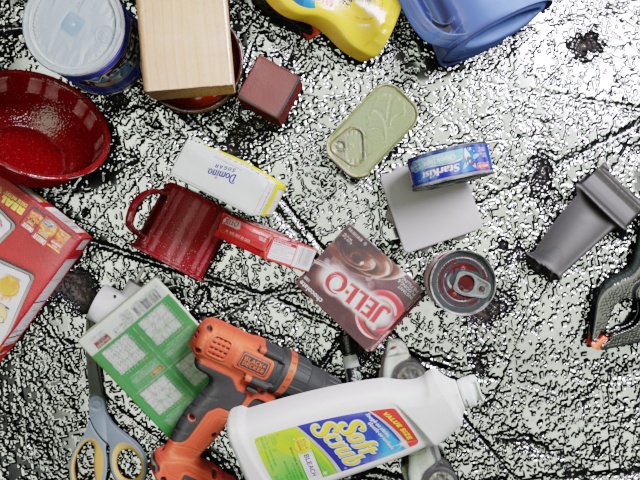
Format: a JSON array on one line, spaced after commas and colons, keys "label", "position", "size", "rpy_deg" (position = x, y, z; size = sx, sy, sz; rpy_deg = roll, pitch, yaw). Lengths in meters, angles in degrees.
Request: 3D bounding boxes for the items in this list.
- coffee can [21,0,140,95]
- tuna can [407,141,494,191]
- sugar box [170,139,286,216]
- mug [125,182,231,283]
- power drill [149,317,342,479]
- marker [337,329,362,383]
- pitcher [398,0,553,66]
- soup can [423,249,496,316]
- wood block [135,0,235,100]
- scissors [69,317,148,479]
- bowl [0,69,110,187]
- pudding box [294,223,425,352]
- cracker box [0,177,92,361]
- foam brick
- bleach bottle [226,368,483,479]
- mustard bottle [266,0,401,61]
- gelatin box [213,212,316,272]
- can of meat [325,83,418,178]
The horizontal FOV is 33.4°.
[{"label": "coffee can", "position": [-0.244, -0.214, 1.128], "size": [0.103, 0.140, 0.103], "rpy_deg": [0, 90, 1]}, {"label": "tuna can", "position": [0.133, -0.076, 1.092], "size": [0.086, 0.086, 0.034], "rpy_deg": [-12, 88, 1]}, {"label": "sugar box", "position": [-0.091, -0.063, 1.104], "size": [0.093, 0.176, 0.048], "rpy_deg": [27, 90, 2]}, {"label": "mug", "position": [-0.156, -0.015, 1.144], "size": [0.117, 0.093, 0.081], "rpy_deg": [30, 85, -35]}, {"label": "power drill", "position": [-0.085, 0.195, 1.153], "size": [0.184, 0.057, 0.188], "rpy_deg": [28, 93, -15]}, {"label": "marker", "position": [0.038, 0.158, 1.177], "size": [0.020, 0.020, 0.121], "rpy_deg": [-11, 90, 2]}, {"label": "pitcher", "position": [0.125, -0.314, 1.120], "size": [0.145, 0.149, 0.243], "rpy_deg": [-28, 86, 5]}, {"label": "soup can", "position": [0.146, 0.043, 1.133], "size": [0.068, 0.102, 0.068], "rpy_deg": [0, 90, 2]}, {"label": "wood block", "position": [-0.139, -0.252, 1.081], "size": [0.090, 0.091, 0.206], "rpy_deg": [-5, 93, -2]}, {"label": "scissors", "position": [-0.230, 0.192, 1.188], "size": [0.096, 0.016, 0.202], "rpy_deg": [10, 90, 0]}, {"label": "bowl", "position": [-0.311, -0.109, 1.146], "size": [0.162, 0.161, 0.055], "rpy_deg": [36, 131, 2]}, {"label": "pudding box", "position": [0.044, 0.052, 1.158], "size": [0.113, 0.039, 0.090], "rpy_deg": [43, 91, 16]}, {"label": "cracker box", "position": [-0.379, 0.032, 1.166], "size": [0.164, 0.072, 0.214], "rpy_deg": [37, 92, 2]}, {"label": "foam brick", "position": [-0.054, -0.160, 1.154], "size": [0.053, 0.078, 0.051], "rpy_deg": [28, 90, -1]}, {"label": "bleach bottle", "position": [0.039, 0.182, 1.081], "size": [0.251, 0.068, 0.102], "rpy_deg": [-20, 107, 7]}, {"label": "mustard bottle", "position": [-0.007, -0.274, 1.128], "size": [0.191, 0.058, 0.096], "rpy_deg": [27, 78, -20]}, {"label": "gelatin box", "position": [-0.058, 0.001, 1.135], "size": [0.073, 0.089, 0.030], "rpy_deg": [24, 92, 33]}, {"label": "can of meat", "position": [0.054, -0.114, 1.146], "size": [0.057, 0.084, 0.102], "rpy_deg": [43, 91, 1]}]
